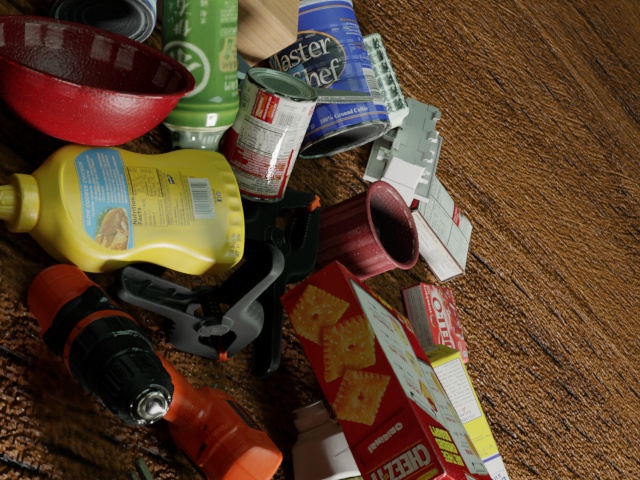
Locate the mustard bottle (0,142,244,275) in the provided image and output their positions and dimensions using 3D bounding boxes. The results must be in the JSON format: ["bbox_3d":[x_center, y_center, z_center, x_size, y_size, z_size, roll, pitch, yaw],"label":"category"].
[{"bbox_3d":[-0.151,-0.024,0.778,0.191,0.058,0.096,2,68,-35],"label":"mustard bottle"}]

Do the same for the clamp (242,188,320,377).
[{"bbox_3d":[-0.056,0.001,0.963,0.164,0.036,0.209,56,34,-18],"label":"clamp"}]

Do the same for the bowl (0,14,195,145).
[{"bbox_3d":[-0.176,-0.113,0.783,0.162,0.055,0.162,16,22,-7],"label":"bowl"}]

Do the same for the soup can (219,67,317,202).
[{"bbox_3d":[-0.049,-0.094,0.948,0.068,0.102,0.068,17,23,-8],"label":"soup can"}]

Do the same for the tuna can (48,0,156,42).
[{"bbox_3d":[-0.174,-0.189,0.851,0.086,0.086,0.034,26,52,-48],"label":"tuna can"}]

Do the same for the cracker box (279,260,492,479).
[{"bbox_3d":[0.062,0.142,0.923,0.164,0.072,0.214,40,20,-55],"label":"cracker box"}]

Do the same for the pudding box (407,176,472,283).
[{"bbox_3d":[0.135,-0.020,1.273,0.113,0.039,0.090,49,36,-25],"label":"pudding box"}]

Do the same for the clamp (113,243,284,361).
[{"bbox_3d":[-0.075,0.049,0.813,0.171,0.120,0.039,66,18,-66],"label":"clamp"}]

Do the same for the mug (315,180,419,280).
[{"bbox_3d":[0.044,-0.010,1.081,0.093,0.082,0.117,57,33,-18],"label":"mug"}]

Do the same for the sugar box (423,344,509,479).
[{"bbox_3d":[0.146,0.197,1.105,0.093,0.048,0.176,177,-106,-83],"label":"sugar box"}]

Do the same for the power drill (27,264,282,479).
[{"bbox_3d":[-0.105,0.104,0.720,0.187,0.057,0.185,51,-9,-37],"label":"power drill"}]

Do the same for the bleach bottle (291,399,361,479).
[{"bbox_3d":[0.039,0.259,0.927,0.102,0.068,0.251,-11,78,-64],"label":"bleach bottle"}]

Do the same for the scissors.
[{"bbox_3d":[-0.049,-0.156,1.007,0.201,0.016,0.096,-17,77,-31],"label":"scissors"}]

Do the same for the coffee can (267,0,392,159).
[{"bbox_3d":[0.004,-0.167,1.097,0.102,0.103,0.140,-7,78,-58],"label":"coffee can"}]

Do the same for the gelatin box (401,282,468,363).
[{"bbox_3d":[0.129,0.095,1.198,0.073,0.030,0.089,14,60,-53],"label":"gelatin box"}]
